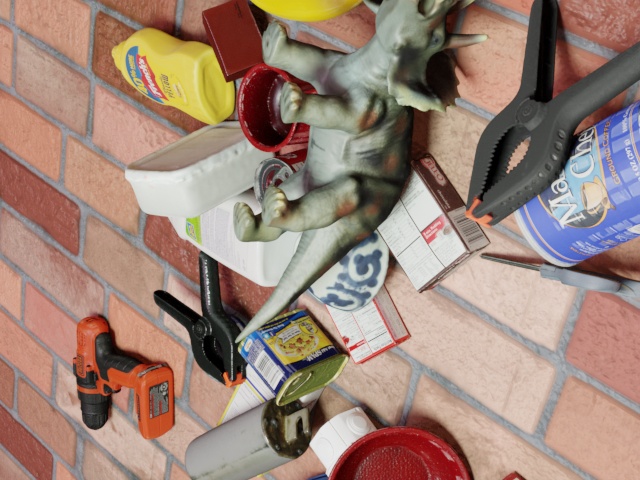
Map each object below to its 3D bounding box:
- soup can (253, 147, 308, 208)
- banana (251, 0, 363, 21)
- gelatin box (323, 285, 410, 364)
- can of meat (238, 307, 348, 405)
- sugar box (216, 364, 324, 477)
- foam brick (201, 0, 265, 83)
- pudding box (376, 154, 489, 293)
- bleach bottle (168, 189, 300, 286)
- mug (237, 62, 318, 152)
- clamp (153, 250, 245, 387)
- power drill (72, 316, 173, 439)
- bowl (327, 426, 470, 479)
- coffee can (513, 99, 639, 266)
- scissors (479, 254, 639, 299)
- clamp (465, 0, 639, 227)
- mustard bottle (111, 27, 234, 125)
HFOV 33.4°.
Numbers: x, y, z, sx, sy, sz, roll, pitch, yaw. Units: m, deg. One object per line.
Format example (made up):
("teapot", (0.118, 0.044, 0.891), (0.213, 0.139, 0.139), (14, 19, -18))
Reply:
("soup can", (-0.012, -0.065, 1.139), (0.069, 0.102, 0.068), (18, 118, 40))
("banana", (-0.026, -0.266, 1.125), (0.198, 0.037, 0.070), (27, 123, 35))
("gelatin box", (0.050, 0.085, 1.188), (0.073, 0.030, 0.089), (-35, 79, 44))
("can of meat", (-0.033, 0.132, 1.237), (0.084, 0.101, 0.058), (48, 132, 24))
("sugar box", (-0.063, 0.206, 1.335), (0.093, 0.048, 0.176), (45, 128, 21))
("foam brick", (-0.094, -0.222, 1.186), (0.051, 0.053, 0.078), (148, 101, -84))
("pudding box", (0.106, -0.016, 1.089), (0.090, 0.039, 0.113), (-44, 71, 44))
("bleach bottle", (-0.117, -0.029, 1.272), (0.251, 0.067, 0.102), (26, 118, 48))
("mug", (-0.020, -0.145, 1.128), (0.117, 0.081, 0.093), (-13, 88, 46))
("clamp", (-0.136, 0.097, 1.325), (0.171, 0.039, 0.120), (53, 129, 18))
("power drill", (-0.293, 0.220, 1.559), (0.188, 0.057, 0.184), (20, 118, 39))
("bowl", (0.082, 0.276, 1.172), (0.055, 0.162, 0.162), (-129, 24, -83))
("coffee can", (0.244, -0.049, 0.891), (0.141, 0.102, 0.103), (-30, 83, 46))
("scissors", (0.208, 0.029, 0.972), (0.202, 0.096, 0.016), (12, 93, 39))
("clamp", (0.182, -0.110, 0.896), (0.210, 0.036, 0.165), (-56, 34, 14))
("mustard bottle", (-0.188, -0.207, 1.290), (0.192, 0.058, 0.096), (25, 145, 38))
